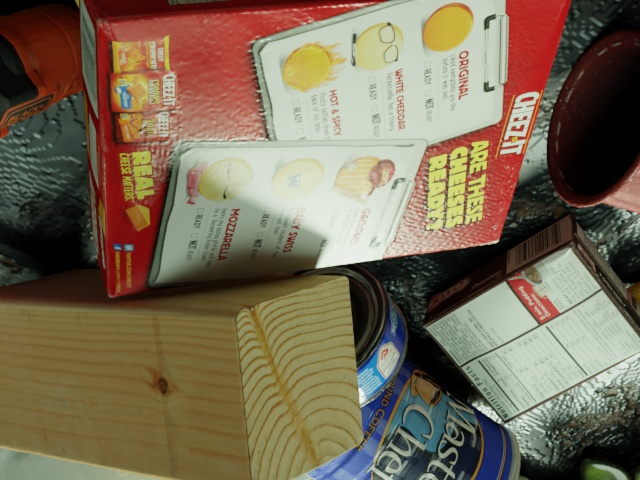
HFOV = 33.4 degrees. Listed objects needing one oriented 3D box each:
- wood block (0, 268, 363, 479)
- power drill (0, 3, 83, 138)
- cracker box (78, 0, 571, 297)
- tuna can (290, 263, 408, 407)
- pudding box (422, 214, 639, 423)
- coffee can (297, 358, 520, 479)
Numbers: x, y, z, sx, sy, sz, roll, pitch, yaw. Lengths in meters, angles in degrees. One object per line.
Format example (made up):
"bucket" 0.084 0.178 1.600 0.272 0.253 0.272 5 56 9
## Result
"wood block" -0.090 0.068 0.573 0.207 0.090 0.091 1 99 37
"power drill" -0.207 -0.033 0.509 0.188 0.184 0.057 -35 92 34
"cracker box" -0.005 -0.064 0.516 0.213 0.072 0.164 -9 137 -16
"tuna can" 0.004 0.055 0.608 0.086 0.086 0.033 -19 139 14
"pudding box" 0.134 0.051 0.664 0.114 0.039 0.090 -33 106 27
"coffee can" 0.041 0.126 0.677 0.140 0.102 0.103 36 122 -16
